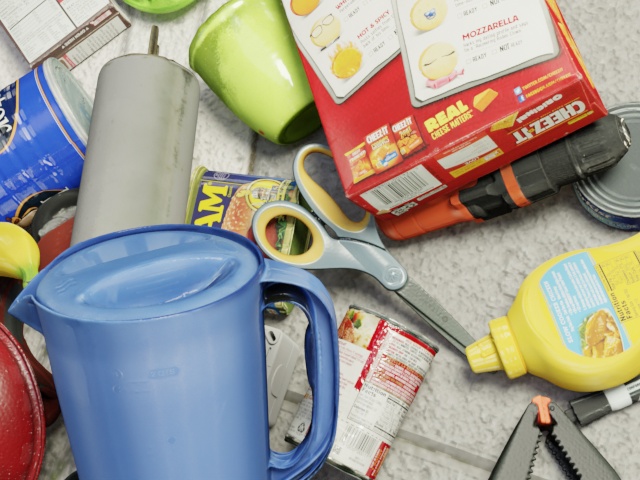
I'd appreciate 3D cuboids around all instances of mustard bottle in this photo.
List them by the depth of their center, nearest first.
[{"bbox_3d":[0.187,0.046,0.695,0.192,0.058,0.096,-21,53,8],"label":"mustard bottle"}]

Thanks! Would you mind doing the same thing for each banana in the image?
[{"bbox_3d":[-0.267,0.024,0.758,0.198,0.037,0.069,-15,32,28],"label":"banana"}]

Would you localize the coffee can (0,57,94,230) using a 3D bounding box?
[{"bbox_3d":[-0.237,-0.061,0.821,0.140,0.102,0.103,-31,67,3],"label":"coffee can"}]

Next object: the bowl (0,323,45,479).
[{"bbox_3d":[-0.270,0.127,0.754,0.162,0.055,0.162,4,97,32],"label":"bowl"}]

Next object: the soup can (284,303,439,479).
[{"bbox_3d":[0.027,0.103,0.714,0.069,0.068,0.102,23,79,21],"label":"soup can"}]

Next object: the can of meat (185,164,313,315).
[{"bbox_3d":[-0.055,0.001,0.778,0.084,0.057,0.102,7,74,14],"label":"can of meat"}]

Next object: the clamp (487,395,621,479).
[{"bbox_3d":[0.141,0.203,0.657,0.164,0.036,0.210,-10,67,-5],"label":"clamp"}]

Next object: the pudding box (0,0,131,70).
[{"bbox_3d":[-0.227,-0.200,0.902,0.090,0.039,0.113,-37,65,1],"label":"pudding box"}]

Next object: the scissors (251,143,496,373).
[{"bbox_3d":[0.029,0.028,0.731,0.096,0.016,0.202,-32,88,-2],"label":"scissors"}]

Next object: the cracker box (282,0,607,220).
[{"bbox_3d":[0.071,-0.142,0.712,0.164,0.072,0.214,-27,62,20],"label":"cracker box"}]

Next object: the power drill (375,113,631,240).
[{"bbox_3d":[0.111,-0.106,0.753,0.185,0.057,0.187,-18,65,24],"label":"power drill"}]

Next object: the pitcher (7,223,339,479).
[{"bbox_3d":[-0.079,0.120,0.650,0.149,0.243,0.144,17,31,41],"label":"pitcher"}]
